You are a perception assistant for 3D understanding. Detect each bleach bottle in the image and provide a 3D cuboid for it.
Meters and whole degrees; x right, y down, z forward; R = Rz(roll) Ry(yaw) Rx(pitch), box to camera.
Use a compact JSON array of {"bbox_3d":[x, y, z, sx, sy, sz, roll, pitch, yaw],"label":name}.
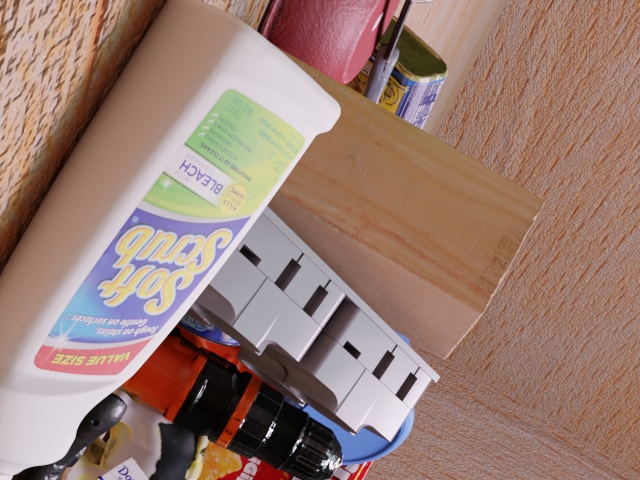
[{"bbox_3d":[-0.095,0.014,0.506,0.251,0.068,0.102,-58,142,-1],"label":"bleach bottle"}]

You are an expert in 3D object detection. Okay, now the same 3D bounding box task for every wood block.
[{"bbox_3d":[0.019,-0.026,0.663,0.090,0.206,0.091,-57,174,-24],"label":"wood block"}]

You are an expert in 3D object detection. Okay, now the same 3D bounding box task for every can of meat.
[{"bbox_3d":[0.059,-0.144,0.960,0.057,0.102,0.084,-22,147,-38],"label":"can of meat"}]

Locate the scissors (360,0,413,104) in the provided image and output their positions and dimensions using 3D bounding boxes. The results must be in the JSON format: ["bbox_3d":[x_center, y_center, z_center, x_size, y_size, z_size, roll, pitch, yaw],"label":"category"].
[{"bbox_3d":[0.041,-0.113,0.777,0.202,0.016,0.096,133,-25,-87],"label":"scissors"}]

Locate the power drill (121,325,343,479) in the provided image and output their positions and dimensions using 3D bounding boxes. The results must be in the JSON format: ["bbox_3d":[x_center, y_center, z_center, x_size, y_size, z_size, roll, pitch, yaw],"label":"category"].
[{"bbox_3d":[-0.071,0.104,0.784,0.057,0.184,0.188,-59,-176,-1],"label":"power drill"}]

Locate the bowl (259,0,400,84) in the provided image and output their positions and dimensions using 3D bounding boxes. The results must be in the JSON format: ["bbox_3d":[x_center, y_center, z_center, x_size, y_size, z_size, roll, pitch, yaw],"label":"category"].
[{"bbox_3d":[0.016,-0.160,0.726,0.162,0.055,0.162,-59,174,-10],"label":"bowl"}]
